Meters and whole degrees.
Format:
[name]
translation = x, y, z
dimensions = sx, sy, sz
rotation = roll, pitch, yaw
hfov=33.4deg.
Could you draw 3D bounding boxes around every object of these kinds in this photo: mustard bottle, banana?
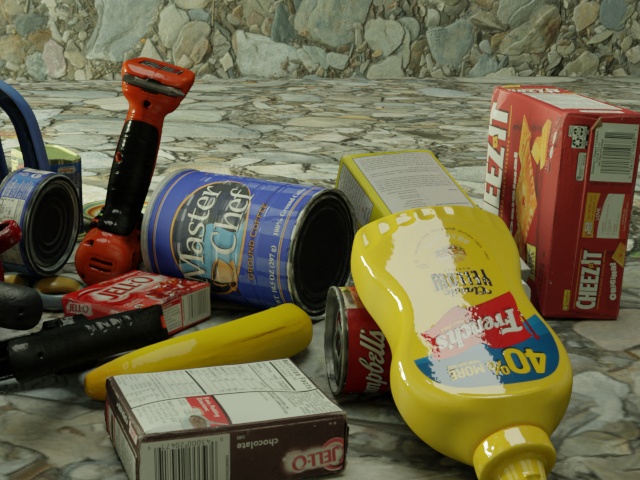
[mustard bottle]
translation = 0.083, 0.063, 0.582
dimensions = 0.096, 0.058, 0.192
rotation = -4, 44, -12
[banana]
translation = -0.062, 0.072, 0.699
dimensions = 0.070, 0.037, 0.197
rotation = -19, -3, 36

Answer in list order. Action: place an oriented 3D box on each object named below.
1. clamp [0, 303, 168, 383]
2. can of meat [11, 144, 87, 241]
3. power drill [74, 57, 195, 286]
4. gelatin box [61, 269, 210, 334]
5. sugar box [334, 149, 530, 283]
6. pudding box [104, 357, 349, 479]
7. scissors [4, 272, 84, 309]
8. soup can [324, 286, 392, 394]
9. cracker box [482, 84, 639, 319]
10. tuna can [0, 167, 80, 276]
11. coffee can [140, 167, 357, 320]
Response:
[clamp]
translation = -0.154, 0.065, 0.659
dimensions = 0.171, 0.039, 0.120
rotation = -15, 7, -43
[can of meat]
translation = -0.274, -0.048, 1.070
dimensions = 0.057, 0.084, 0.102
rotation = -7, 16, -31
[power drill]
translation = -0.157, -0.060, 0.917
dimensions = 0.057, 0.188, 0.184
rotation = 14, 10, -7
[gelatin box]
translation = -0.136, 0.048, 0.793
dimensions = 0.073, 0.030, 0.089
rotation = 8, 15, 28
[sugar box]
translation = 0.088, -0.009, 0.889
dimensions = 0.093, 0.048, 0.176
rotation = -6, 42, -23
[pudding box]
translation = -0.053, 0.098, 0.575
dimensions = 0.113, 0.039, 0.090
rotation = -2, 13, -21
[scissors]
translation = -0.232, 0.029, 0.899
dimensions = 0.096, 0.016, 0.201
rotation = 3, 13, 1
[soup can]
translation = 0.057, 0.062, 0.674
dimensions = 0.102, 0.068, 0.068
rotation = 0, 13, -9
[cracker box]
translation = 0.197, -0.041, 0.914
dimensions = 0.072, 0.164, 0.214
rotation = 2, 13, -6
[tuna can]
translation = -0.227, -0.014, 0.855
dimensions = 0.034, 0.086, 0.086
rotation = 9, 15, 16
[coffee can]
translation = -0.056, 0.001, 0.843
dimensions = 0.140, 0.103, 0.102
rotation = 9, 16, 29
